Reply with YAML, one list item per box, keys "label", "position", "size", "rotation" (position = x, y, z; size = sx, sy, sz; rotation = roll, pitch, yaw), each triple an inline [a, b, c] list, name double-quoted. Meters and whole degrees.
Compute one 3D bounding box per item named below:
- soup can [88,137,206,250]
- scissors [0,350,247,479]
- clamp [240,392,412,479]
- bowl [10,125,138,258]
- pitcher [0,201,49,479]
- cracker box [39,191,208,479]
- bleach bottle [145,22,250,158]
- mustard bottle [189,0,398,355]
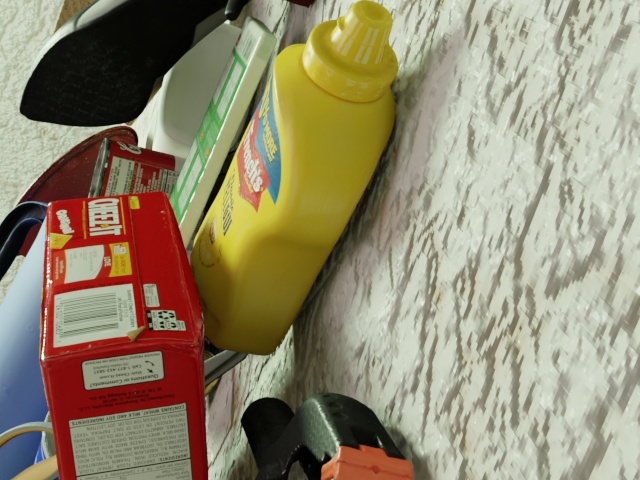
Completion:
- label: "soup can"
  position: [-0.117, -0.031, 0.788]
  size: [0.069, 0.102, 0.068]
  rotation: [-167, 90, -75]
- label: "scissors"
  position: [-0.122, 0.135, 0.654]
  size: [0.016, 0.202, 0.096]
  rotation: [13, -120, -73]
- label: "clamp"
  position: [-0.011, 0.116, 0.424]
  size: [0.172, 0.039, 0.120]
  rotation: [139, 136, -70]
- label: "bowl"
  position: [-0.208, -0.027, 0.965]
  size: [0.162, 0.055, 0.162]
  rotation: [-45, -9, -9]
- label: "pitcher"
  position: [-0.218, 0.097, 0.843]
  size: [0.243, 0.144, 0.149]
  rotation: [-57, 27, 7]
- label: "cracker box"
  position: [-0.093, 0.104, 0.537]
  size: [0.164, 0.072, 0.214]
  rotation: [-118, 24, -62]
- label: "bleach bottle"
  position: [-0.112, -0.107, 0.912]
  size: [0.251, 0.068, 0.102]
  rotation: [167, 118, -75]
- label: "mustard bottle"
  position: [-0.011, -0.034, 0.507]
  size: [0.192, 0.058, 0.096]
  rotation: [120, 156, -44]
